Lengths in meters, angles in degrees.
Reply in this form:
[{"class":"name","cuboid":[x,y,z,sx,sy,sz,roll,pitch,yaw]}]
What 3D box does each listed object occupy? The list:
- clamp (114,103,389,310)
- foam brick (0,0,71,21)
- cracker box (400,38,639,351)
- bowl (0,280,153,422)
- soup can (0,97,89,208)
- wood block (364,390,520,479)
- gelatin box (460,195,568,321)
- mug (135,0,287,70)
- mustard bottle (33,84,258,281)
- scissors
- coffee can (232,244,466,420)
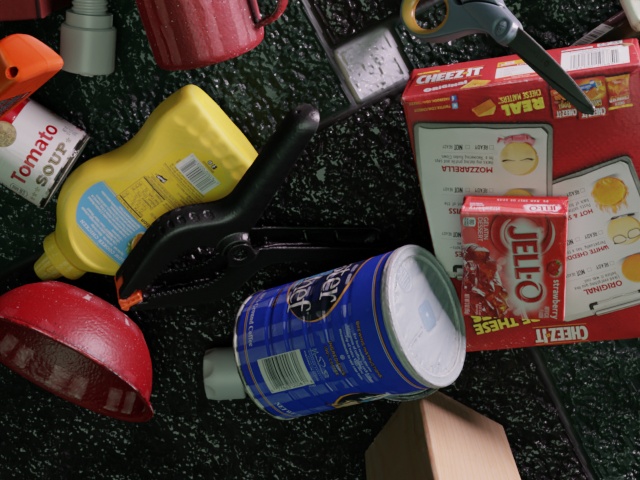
[{"class":"clamp","cuboid":[-0.055,0.001,0.807,0.210,0.036,0.164,-31,135,11]},{"class":"foam brick","cuboid":[-0.214,-0.185,0.752,0.051,0.078,0.053,-3,109,4]},{"class":"cracker box","cuboid":[0.161,-0.030,0.783,0.164,0.072,0.213,-7,117,17]},{"class":"bowl","cuboid":[-0.191,0.079,0.828,0.162,0.162,0.055,31,65,-10]},{"class":"soup can","cuboid":[-0.233,-0.078,0.794,0.102,0.068,0.068,33,106,-11]},{"class":"wood block","cuboid":[0.097,0.206,0.818,0.090,0.206,0.090,30,107,-10]},{"class":"gelatin box","cuboid":[0.136,0.012,0.752,0.073,0.030,0.089,2,120,12]},{"class":"mug","cuboid":[-0.077,-0.172,0.747,0.117,0.093,0.081,-7,115,19]},{"class":"mustard bottle","cuboid":[-0.142,-0.027,0.815,0.192,0.058,0.096,-35,122,12]},{"class":"scissors","cuboid":[0.111,-0.136,0.730,0.016,0.202,0.096,12,138,-42]},{"class":"coffee can","cuboid":[0.021,0.070,0.786,0.141,0.102,0.103,-18,110,33]}]
